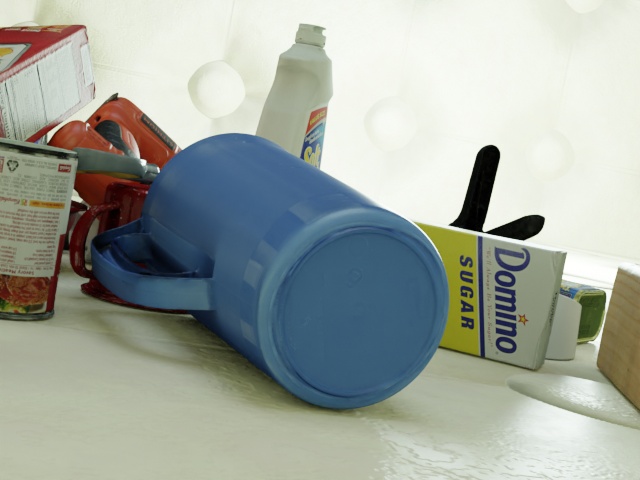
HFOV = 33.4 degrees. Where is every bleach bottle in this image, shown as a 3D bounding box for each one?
[{"bbox_3d":[-0.034,-0.088,1.051,0.068,0.251,0.102,12,5,21],"label":"bleach bottle"}]

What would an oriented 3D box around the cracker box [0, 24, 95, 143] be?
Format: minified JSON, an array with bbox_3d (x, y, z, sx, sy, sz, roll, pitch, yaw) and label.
[{"bbox_3d":[-0.286,-0.101,0.793,0.164,0.072,0.213,1,25,14],"label":"cracker box"}]

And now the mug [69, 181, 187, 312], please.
[{"bbox_3d":[-0.131,0.002,0.774,0.093,0.081,0.117,15,6,43],"label":"mug"}]

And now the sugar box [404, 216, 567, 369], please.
[{"bbox_3d":[0.095,0.034,0.833,0.176,0.093,0.048,12,5,22],"label":"sugar box"}]

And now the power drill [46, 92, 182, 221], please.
[{"bbox_3d":[-0.147,-0.046,0.911,0.184,0.057,0.188,45,8,-19],"label":"power drill"}]

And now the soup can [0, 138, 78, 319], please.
[{"bbox_3d":[-0.189,-0.009,0.650,0.068,0.102,0.068,10,4,-1],"label":"soup can"}]

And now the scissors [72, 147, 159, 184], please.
[{"bbox_3d":[-0.147,-0.051,0.769,0.096,0.016,0.201,7,0,7],"label":"scissors"}]

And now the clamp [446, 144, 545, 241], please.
[{"bbox_3d":[0.149,-0.009,1.060,0.039,0.172,0.120,17,43,-28],"label":"clamp"}]

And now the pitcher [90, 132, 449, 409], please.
[{"bbox_3d":[-0.032,0.015,0.643,0.145,0.149,0.243,42,-5,-23],"label":"pitcher"}]
